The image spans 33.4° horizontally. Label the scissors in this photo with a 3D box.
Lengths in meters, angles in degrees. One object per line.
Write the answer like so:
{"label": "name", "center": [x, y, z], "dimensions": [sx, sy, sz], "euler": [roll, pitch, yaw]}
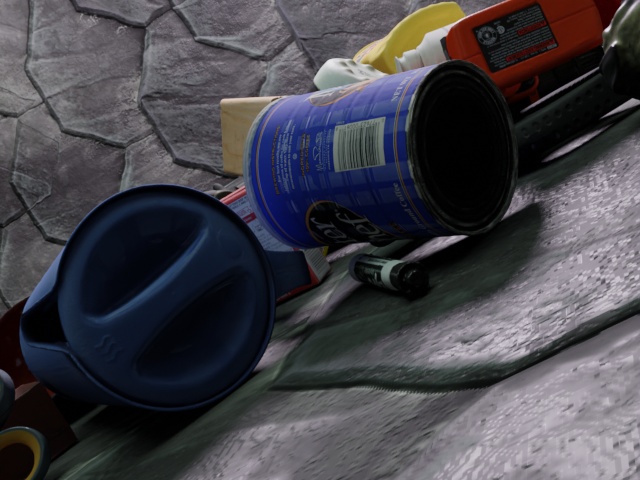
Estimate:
{"label": "scissors", "center": [-0.246, 0.180, 0.693], "dimensions": [0.202, 0.096, 0.016], "euler": [-61, -18, 0]}

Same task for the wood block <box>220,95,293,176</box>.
{"label": "wood block", "center": [-0.040, -0.114, 1.170], "dimensions": [0.090, 0.090, 0.206], "euler": [-5, 8, -18]}

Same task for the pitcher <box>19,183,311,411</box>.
{"label": "pitcher", "center": [-0.123, 0.050, 0.725], "dimensions": [0.145, 0.149, 0.243], "euler": [-63, 16, -20]}

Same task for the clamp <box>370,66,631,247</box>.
{"label": "clamp", "center": [0.134, -0.071, 0.764], "dimensions": [0.210, 0.036, 0.164], "euler": [-31, 6, 20]}

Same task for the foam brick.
{"label": "foam brick", "center": [-0.222, 0.143, 0.754], "dimensions": [0.078, 0.053, 0.051], "euler": [-35, 8, -31]}

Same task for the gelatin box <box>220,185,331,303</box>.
{"label": "gelatin box", "center": [-0.046, 0.004, 0.800], "dimensions": [0.073, 0.089, 0.030], "euler": [-27, 9, 31]}

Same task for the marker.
{"label": "marker", "center": [0.039, 0.019, 0.631], "dimensions": [0.020, 0.020, 0.121], "euler": [-33, 8, -9]}

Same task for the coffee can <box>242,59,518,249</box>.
{"label": "coffee can", "center": [0.035, -0.049, 0.661], "dimensions": [0.141, 0.103, 0.102], "euler": [-5, 25, 45]}

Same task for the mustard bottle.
{"label": "mustard bottle", "center": [0.075, -0.180, 1.070], "dimensions": [0.096, 0.058, 0.192], "euler": [-38, 7, -13]}

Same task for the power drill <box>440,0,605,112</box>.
{"label": "power drill", "center": [0.153, -0.128, 0.808], "dimensions": [0.184, 0.057, 0.187], "euler": [-24, -11, -4]}
